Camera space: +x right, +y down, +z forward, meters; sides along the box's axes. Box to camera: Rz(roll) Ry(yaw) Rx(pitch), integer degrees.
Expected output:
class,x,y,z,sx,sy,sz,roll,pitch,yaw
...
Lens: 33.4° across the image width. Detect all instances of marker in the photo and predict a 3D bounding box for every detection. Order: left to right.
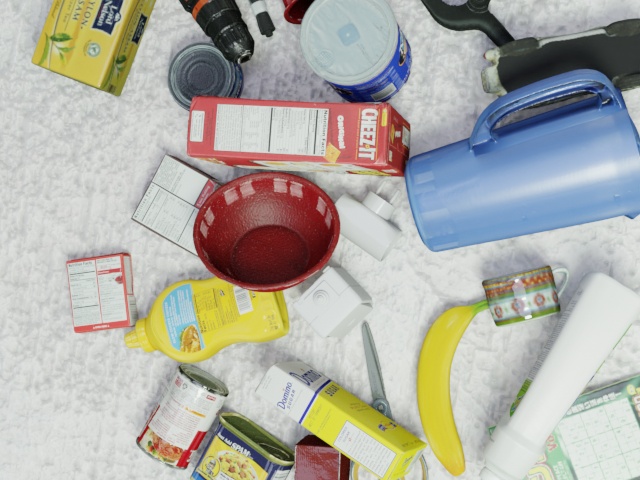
class,x,y,z,sx,sy,sz,roll,pitch,yaw
marker,-0.080,-0.294,1.251,0.020,0.020,0.121,-22,83,10

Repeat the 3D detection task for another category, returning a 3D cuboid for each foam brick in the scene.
class,x,y,z,sx,sy,sz,roll,pitch,yaw
foam brick,0.003,0.248,1.182,0.051,0.078,0.053,2,88,10

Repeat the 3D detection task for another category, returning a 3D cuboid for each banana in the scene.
class,x,y,z,sx,sy,sz,roll,pitch,yaw
banana,0.138,0.156,1.174,0.070,0.037,0.198,8,89,25

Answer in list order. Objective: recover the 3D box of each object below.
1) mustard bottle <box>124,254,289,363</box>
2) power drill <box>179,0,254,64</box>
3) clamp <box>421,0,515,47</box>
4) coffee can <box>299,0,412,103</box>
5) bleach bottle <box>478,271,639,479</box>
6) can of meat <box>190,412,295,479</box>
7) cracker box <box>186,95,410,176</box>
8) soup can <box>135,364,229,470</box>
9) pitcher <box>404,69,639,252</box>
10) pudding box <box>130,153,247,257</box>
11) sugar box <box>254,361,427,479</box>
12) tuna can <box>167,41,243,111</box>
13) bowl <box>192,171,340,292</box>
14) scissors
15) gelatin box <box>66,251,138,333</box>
class,x,y,z,sx,sy,sz,roll,pitch,yaw
mustard bottle,-0.136,0.089,1.227,0.192,0.058,0.096,-18,74,11
power drill,-0.096,-0.316,1.188,0.188,0.057,0.184,-48,66,39
clamp,0.181,-0.255,1.187,0.171,0.039,0.120,10,87,12
coffee can,0.042,-0.208,1.160,0.103,0.140,0.103,0,88,12
bleach bottle,0.241,0.153,1.111,0.068,0.102,0.251,33,89,11
can of meat,-0.087,0.256,1.204,0.102,0.057,0.084,31,97,26
cracker box,-0.018,-0.113,1.158,0.214,0.164,0.072,4,90,12
soup can,-0.158,0.201,1.223,0.068,0.068,0.102,30,93,11
pitcher,0.214,-0.075,1.123,0.243,0.145,0.149,-14,82,14
pudding box,-0.152,-0.037,1.247,0.113,0.039,0.090,30,94,13
sugar box,0.023,0.193,1.158,0.176,0.093,0.048,34,97,20
tuna can,-0.135,-0.189,1.251,0.086,0.033,0.086,-1,88,12
bowl,-0.058,0.001,1.179,0.162,0.055,0.162,-1,54,2
scissors,0.054,0.203,1.204,0.096,0.016,0.202,-27,82,10
gelatin box,-0.259,0.062,1.269,0.073,0.030,0.089,-8,86,13
